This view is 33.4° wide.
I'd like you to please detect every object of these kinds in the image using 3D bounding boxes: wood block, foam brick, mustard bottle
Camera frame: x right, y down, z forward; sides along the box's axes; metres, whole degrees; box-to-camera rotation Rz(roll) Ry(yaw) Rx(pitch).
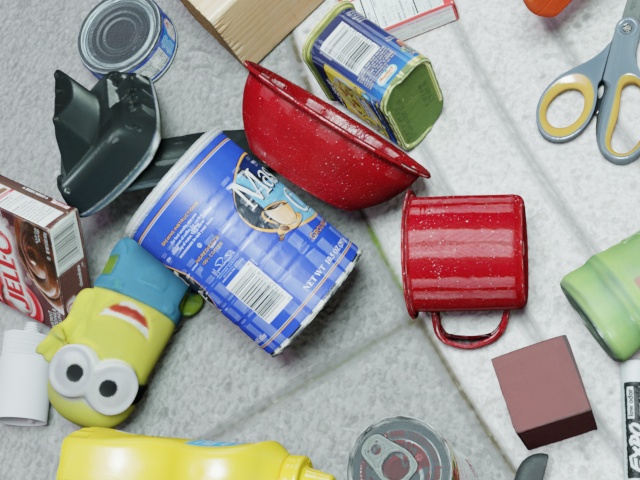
[{"bbox_3d":[-0.026,-0.256,0.896,0.206,0.090,0.090,-43,64,0],"label":"wood block"},{"bbox_3d":[0.149,0.103,0.708,0.051,0.078,0.053,-19,66,10],"label":"foam brick"},{"bbox_3d":[-0.081,0.167,0.755,0.192,0.096,0.058,0,71,19],"label":"mustard bottle"}]

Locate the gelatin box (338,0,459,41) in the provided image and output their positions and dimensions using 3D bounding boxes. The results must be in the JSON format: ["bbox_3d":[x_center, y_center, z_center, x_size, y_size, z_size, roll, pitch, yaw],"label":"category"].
[{"bbox_3d":[0.060,-0.201,0.879,0.089,0.030,0.073,-21,66,11],"label":"gelatin box"}]

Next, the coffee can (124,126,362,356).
[{"bbox_3d":[-0.055,0.001,0.773,0.140,0.103,0.103,40,87,-3],"label":"coffee can"}]

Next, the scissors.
[{"bbox_3d":[0.214,-0.151,0.814,0.096,0.016,0.201,-2,70,19],"label":"scissors"}]

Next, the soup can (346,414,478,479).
[{"bbox_3d":[0.064,0.158,0.704,0.069,0.102,0.068,-7,69,17],"label":"soup can"}]

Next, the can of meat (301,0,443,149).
[{"bbox_3d":[0.043,-0.124,0.817,0.084,0.102,0.057,39,86,25],"label":"can of meat"}]

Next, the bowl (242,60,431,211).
[{"bbox_3d":[0.000,-0.069,0.788,0.162,0.161,0.055,37,101,27],"label":"bowl"}]

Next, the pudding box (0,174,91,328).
[{"bbox_3d":[-0.232,0.012,0.860,0.090,0.113,0.039,22,40,25],"label":"pudding box"}]

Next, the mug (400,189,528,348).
[{"bbox_3d":[0.105,0.021,0.756,0.081,0.093,0.117,-2,101,14],"label":"mug"}]

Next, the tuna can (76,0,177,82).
[{"bbox_3d":[-0.173,-0.177,0.950,0.086,0.033,0.086,-7,69,17],"label":"tuna can"}]
